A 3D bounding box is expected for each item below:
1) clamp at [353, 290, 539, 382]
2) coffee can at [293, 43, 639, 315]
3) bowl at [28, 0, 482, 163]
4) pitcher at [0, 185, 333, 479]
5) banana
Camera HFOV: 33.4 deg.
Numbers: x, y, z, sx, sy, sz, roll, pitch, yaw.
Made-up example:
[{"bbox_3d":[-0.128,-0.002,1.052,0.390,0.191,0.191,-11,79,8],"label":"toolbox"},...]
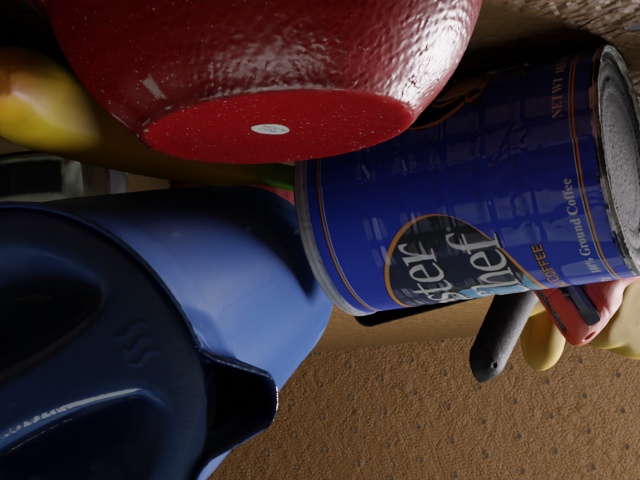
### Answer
[{"bbox_3d":[0.143,0.028,0.766,0.209,0.036,0.165,-28,-157,-13],"label":"clamp"},{"bbox_3d":[0.073,-0.024,0.492,0.140,0.103,0.102,-10,170,28],"label":"coffee can"},{"bbox_3d":[-0.016,-0.063,0.356,0.162,0.055,0.162,-4,171,-1],"label":"bowl"},{"bbox_3d":[-0.082,0.037,0.472,0.145,0.149,0.242,-46,175,15],"label":"pitcher"},{"bbox_3d":[-0.082,-0.050,0.440,0.070,0.037,0.197,2,176,31],"label":"banana"}]
